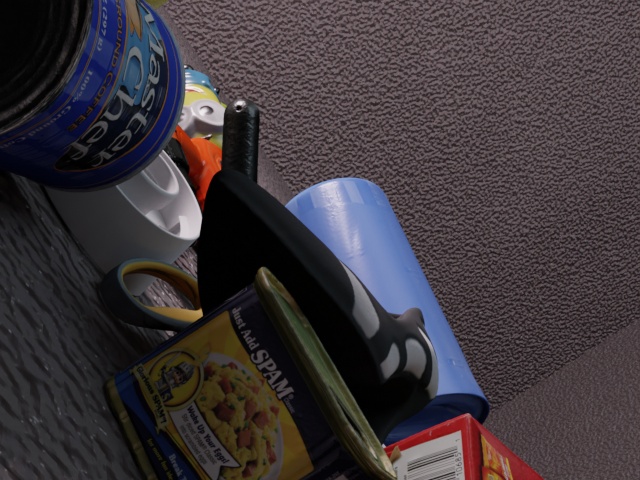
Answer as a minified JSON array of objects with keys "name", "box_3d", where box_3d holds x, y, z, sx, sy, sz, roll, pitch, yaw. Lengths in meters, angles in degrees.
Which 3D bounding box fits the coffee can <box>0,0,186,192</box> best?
[{"name":"coffee can","box_3d":[-0.122,-0.079,0.446,0.103,0.103,0.140,57,3,7]}]

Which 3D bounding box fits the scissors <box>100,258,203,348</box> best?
[{"name":"scissors","box_3d":[-0.036,0.061,0.588,0.201,0.016,0.096,22,40,-45]}]

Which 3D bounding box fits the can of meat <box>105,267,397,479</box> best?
[{"name":"can of meat","box_3d":[-0.031,0.077,0.446,0.102,0.084,0.057,58,3,28]}]

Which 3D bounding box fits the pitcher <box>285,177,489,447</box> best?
[{"name":"pitcher","box_3d":[0.049,0.070,0.931,0.149,0.145,0.243,85,-12,-56]}]

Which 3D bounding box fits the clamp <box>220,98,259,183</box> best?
[{"name":"clamp","box_3d":[-0.055,0.001,0.746,0.120,0.039,0.171,68,25,-59]}]
